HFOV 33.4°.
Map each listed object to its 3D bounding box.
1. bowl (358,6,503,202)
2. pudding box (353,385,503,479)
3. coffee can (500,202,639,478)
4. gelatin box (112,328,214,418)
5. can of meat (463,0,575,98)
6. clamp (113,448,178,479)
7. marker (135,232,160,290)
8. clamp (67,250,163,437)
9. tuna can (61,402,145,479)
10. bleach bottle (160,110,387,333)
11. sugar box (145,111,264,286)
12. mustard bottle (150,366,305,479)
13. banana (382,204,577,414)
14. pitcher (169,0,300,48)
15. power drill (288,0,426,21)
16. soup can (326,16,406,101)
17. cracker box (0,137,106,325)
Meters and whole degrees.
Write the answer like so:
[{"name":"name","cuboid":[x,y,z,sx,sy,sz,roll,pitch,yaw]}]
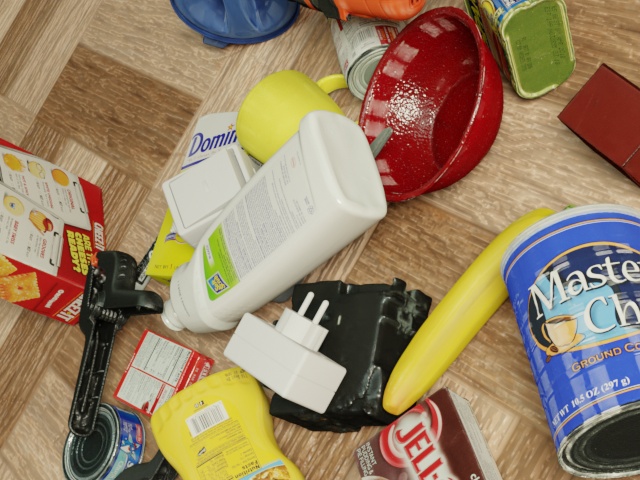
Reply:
[{"name":"bowl","cuboid":[0.097,-0.102,0.859,0.162,0.055,0.162,-33,49,48]},{"name":"pudding box","cuboid":[0.080,0.173,0.748,0.090,0.039,0.113,-40,45,20]},{"name":"coffee can","cuboid":[0.179,0.062,0.667,0.103,0.102,0.140,-32,49,27]},{"name":"gelatin box","cuboid":[-0.147,0.130,1.000,0.089,0.030,0.073,15,77,47]},{"name":"can of meat","cuboid":[0.153,-0.172,0.827,0.057,0.102,0.084,-26,51,3]},{"name":"clamp","cuboid":[-0.143,0.215,0.942,0.172,0.039,0.120,-29,48,30]},{"name":"marker","cuboid":[-0.162,0.005,1.094,0.121,0.020,0.020,-57,42,3]},{"name":"clamp","cuboid":[-0.210,0.080,1.041,0.165,0.036,0.210,-60,26,14]},{"name":"tuna can","cuboid":[-0.207,0.199,1.016,0.086,0.033,0.086,-23,53,34]},{"name":"bleach bottle","cuboid":[-0.056,0.001,0.900,0.251,0.067,0.102,-37,57,36]},{"name":"sugar box","cuboid":[-0.103,-0.040,1.041,0.094,0.048,0.176,0,70,42]},{"name":"mustard bottle","cuboid":[-0.060,0.199,0.840,0.096,0.058,0.192,-28,57,-2]},{"name":"banana","cuboid":[0.111,0.043,0.776,0.037,0.069,0.198,41,101,8]},{"name":"pitcher","cuboid":[-0.084,-0.334,1.142,0.149,0.145,0.243,-12,55,25]},{"name":"power drill","cuboid":[0.065,-0.240,0.908,0.187,0.057,0.185,-31,35,-28]},{"name":"soup can","cuboid":[0.046,-0.182,0.962,0.069,0.068,0.102,-35,48,25]},{"name":"cracker box","cuboid":[-0.331,-0.020,1.126,0.072,0.213,0.164,-36,47,27]}]
